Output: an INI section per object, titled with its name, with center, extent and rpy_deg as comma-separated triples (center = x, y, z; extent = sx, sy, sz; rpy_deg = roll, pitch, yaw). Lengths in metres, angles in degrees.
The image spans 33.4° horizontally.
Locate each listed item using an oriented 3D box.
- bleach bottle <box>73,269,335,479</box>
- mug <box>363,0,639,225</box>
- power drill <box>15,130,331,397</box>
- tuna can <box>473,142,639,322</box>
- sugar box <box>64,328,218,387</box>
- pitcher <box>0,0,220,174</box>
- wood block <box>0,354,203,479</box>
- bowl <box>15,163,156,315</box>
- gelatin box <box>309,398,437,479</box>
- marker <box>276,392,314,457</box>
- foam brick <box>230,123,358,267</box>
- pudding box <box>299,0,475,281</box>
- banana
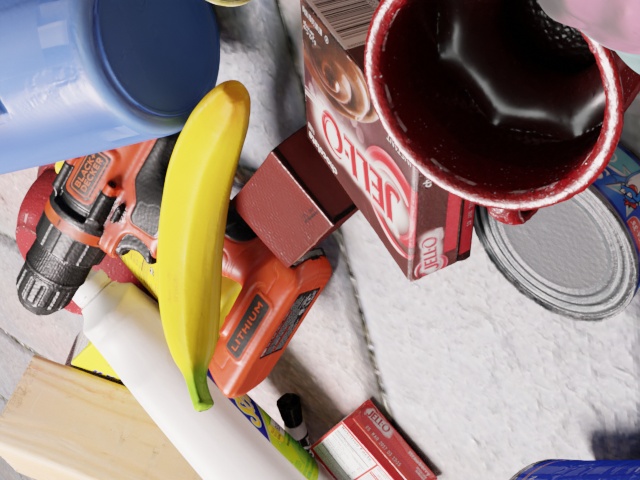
[bleach bottle]
center = -0.093, 0.118, 0.786
extent = 0.251, 0.068, 0.102
rpy_deg = 47, -176, -4
[mug]
center = 0.077, -0.061, 0.386
extent = 0.093, 0.081, 0.117
rpy_deg = 14, 130, 30
[power drill]
center = -0.101, 0.015, 0.689
extent = 0.188, 0.057, 0.185
rpy_deg = 38, 111, 14
[tuna can]
center = 0.109, -0.008, 0.466
extent = 0.086, 0.033, 0.086
rpy_deg = 36, 148, 27
[sugar box]
center = -0.159, 0.098, 0.920
extent = 0.093, 0.048, 0.176
rpy_deg = 23, 153, -15
[pitcher]
center = -0.186, -0.097, 0.626
extent = 0.243, 0.149, 0.144
rpy_deg = -4, 162, 37
[wood block]
center = -0.171, 0.186, 0.941
extent = 0.206, 0.090, 0.091
rpy_deg = 17, 154, 13
[bowl]
center = -0.216, 0.012, 0.932
extent = 0.162, 0.055, 0.162
rpy_deg = 36, 147, 27
[gelatin box]
center = 0.036, 0.159, 0.763
extent = 0.073, 0.030, 0.089
rpy_deg = 49, 152, 8
[marker]
center = -0.016, 0.166, 0.857
extent = 0.020, 0.020, 0.121
rpy_deg = 26, 143, 38
[foam brick]
center = -0.005, -0.029, 0.588
extent = 0.053, 0.051, 0.078
rpy_deg = 50, 152, 0
[pudding box]
center = 0.030, -0.051, 0.489
extent = 0.090, 0.039, 0.113
rpy_deg = 88, 158, -48
[banana]
center = -0.065, -0.004, 0.599
extent = 0.070, 0.037, 0.198
rpy_deg = 36, 129, 45
